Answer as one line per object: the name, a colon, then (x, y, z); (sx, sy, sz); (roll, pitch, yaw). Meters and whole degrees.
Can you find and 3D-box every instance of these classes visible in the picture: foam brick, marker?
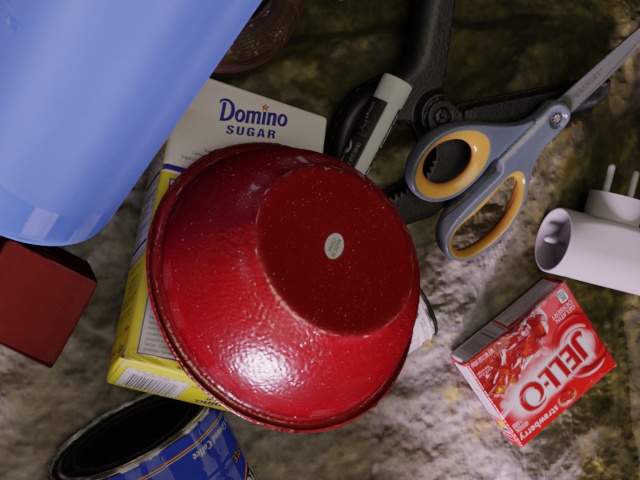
foam brick: (-0.158, 0.027, 0.579); (0.053, 0.078, 0.051); (30, 89, -18)
marker: (0.018, -0.040, 0.623); (0.020, 0.020, 0.121); (27, 92, -19)

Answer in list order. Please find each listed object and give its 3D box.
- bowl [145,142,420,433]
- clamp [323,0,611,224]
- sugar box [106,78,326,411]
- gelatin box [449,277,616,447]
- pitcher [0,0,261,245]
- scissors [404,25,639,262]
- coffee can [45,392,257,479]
bowl: (-0.005, 0.014, 0.547); (0.161, 0.055, 0.162); (12, 64, -27)
clamp: (0.078, -0.076, 0.662); (0.164, 0.036, 0.210); (36, 88, -21)
sugar box: (-0.054, 0.001, 0.589); (0.093, 0.048, 0.176); (17, 60, -19)
gelatin box: (0.142, 0.079, 0.705); (0.089, 0.030, 0.073); (-37, 106, -10)
pitcher: (-0.107, -0.123, 0.513); (0.144, 0.149, 0.243); (24, 122, -22)
scissors: (0.125, -0.080, 0.650); (0.096, 0.016, 0.202); (33, 93, -30)
coffee can: (-0.078, 0.166, 0.608); (0.102, 0.103, 0.140); (-27, 104, -13)
